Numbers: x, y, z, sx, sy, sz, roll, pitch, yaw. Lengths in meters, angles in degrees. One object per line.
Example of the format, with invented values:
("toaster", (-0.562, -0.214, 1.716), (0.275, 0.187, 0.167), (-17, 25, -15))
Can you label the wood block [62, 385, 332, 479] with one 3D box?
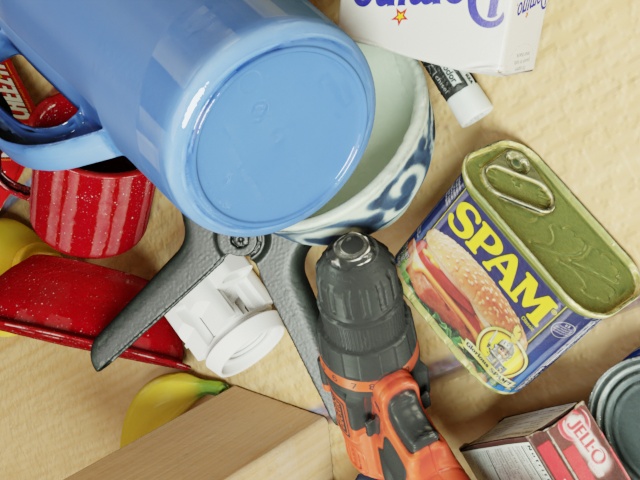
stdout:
("wood block", (-0.091, 0.179, 0.666), (0.091, 0.205, 0.090), (13, 116, 39))

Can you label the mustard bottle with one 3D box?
("mustard bottle", (-0.266, 0.032, 0.874), (0.192, 0.058, 0.096), (-11, 93, 45))

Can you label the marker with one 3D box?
("marker", (0.049, -0.113, 0.547), (0.020, 0.020, 0.121), (-39, 79, 45))

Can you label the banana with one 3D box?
("banana", (-0.124, 0.164, 0.810), (0.070, 0.037, 0.198), (39, 129, 25))

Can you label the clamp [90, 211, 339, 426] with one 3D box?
("clamp", (-0.054, 0.001, 0.633), (0.164, 0.036, 0.210), (5, 98, 6))

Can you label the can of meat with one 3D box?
("can of meat", (0.093, 0.016, 0.533), (0.102, 0.057, 0.084), (51, 137, 16))

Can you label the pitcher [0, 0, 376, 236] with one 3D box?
("pitcher", (-0.087, -0.098, 0.546), (0.243, 0.144, 0.149), (45, 123, 43))

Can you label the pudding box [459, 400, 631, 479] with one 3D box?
("pudding box", (0.121, 0.131, 0.535), (0.090, 0.039, 0.114), (61, 163, 7))

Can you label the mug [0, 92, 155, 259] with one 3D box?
("mug", (-0.163, -0.044, 0.714), (0.093, 0.117, 0.082), (-94, 17, -47))

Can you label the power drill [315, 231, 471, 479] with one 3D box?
("power drill", (0.057, 0.105, 0.522), (0.188, 0.057, 0.184), (56, 166, 41))

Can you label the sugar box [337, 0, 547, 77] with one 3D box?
("sugar box", (0.064, -0.169, 0.478), (0.093, 0.048, 0.176), (20, 112, 31))

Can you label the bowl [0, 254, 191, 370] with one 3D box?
("bowl", (-0.163, 0.047, 0.744), (0.162, 0.161, 0.055), (4, 77, 42))
